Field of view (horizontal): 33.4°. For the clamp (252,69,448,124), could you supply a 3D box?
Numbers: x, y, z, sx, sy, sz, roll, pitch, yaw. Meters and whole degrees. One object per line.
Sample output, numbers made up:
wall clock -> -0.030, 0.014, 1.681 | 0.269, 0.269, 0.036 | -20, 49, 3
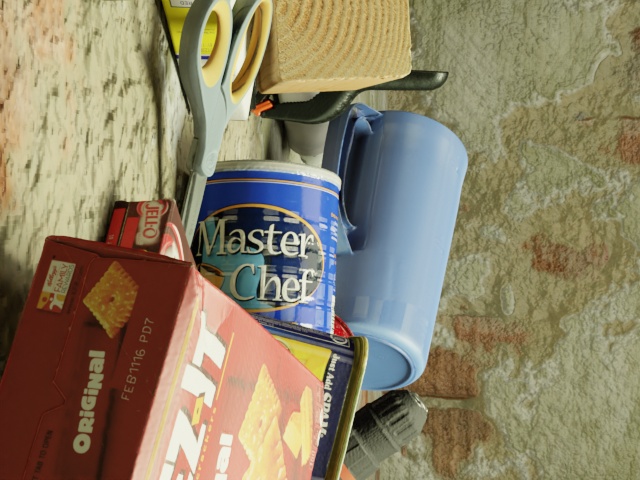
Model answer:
clamp -> 0.022, -0.146, 0.928 | 0.120, 0.172, 0.039 | 54, 15, 5

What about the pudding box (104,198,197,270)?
pudding box -> -0.090, 0.047, 0.574 | 0.113, 0.039, 0.090 | 83, 11, -50

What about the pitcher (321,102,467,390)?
pitcher -> 0.050, 0.003, 0.966 | 0.145, 0.149, 0.242 | 116, -11, -53

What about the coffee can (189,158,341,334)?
coffee can -> -0.040, 0.025, 0.714 | 0.103, 0.103, 0.140 | 52, 40, -78

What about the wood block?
wood block -> 0.001, -0.159, 0.798 | 0.206, 0.090, 0.090 | -145, -127, -81

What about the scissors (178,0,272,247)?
scissors -> -0.075, -0.060, 0.630 | 0.202, 0.016, 0.096 | -70, 159, -4

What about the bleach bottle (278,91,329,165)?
bleach bottle -> -0.015, -0.163, 1.055 | 0.251, 0.068, 0.102 | 86, 9, -51

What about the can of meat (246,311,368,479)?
can of meat -> -0.027, 0.096, 0.624 | 0.057, 0.084, 0.102 | 162, -57, -76

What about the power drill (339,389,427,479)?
power drill -> -0.012, 0.158, 0.753 | 0.057, 0.184, 0.187 | 55, 2, 21

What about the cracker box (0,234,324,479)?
cracker box -> -0.066, 0.112, 0.464 | 0.213, 0.072, 0.164 | 55, 45, -66
